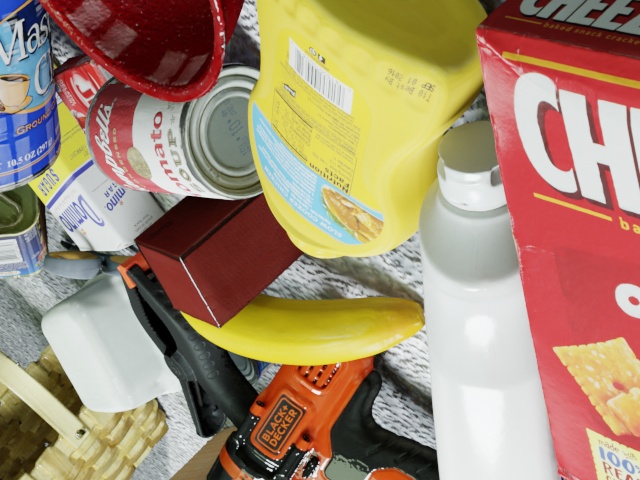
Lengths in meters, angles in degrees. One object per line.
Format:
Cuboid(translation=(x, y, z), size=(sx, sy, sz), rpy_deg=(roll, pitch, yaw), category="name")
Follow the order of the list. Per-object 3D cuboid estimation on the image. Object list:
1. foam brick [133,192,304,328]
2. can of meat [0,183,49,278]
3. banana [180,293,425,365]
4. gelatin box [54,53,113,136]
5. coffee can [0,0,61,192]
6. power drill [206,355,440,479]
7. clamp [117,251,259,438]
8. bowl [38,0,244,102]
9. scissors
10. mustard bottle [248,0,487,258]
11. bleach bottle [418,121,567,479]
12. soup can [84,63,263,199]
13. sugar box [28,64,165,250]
Cuboid(translation=(-0.054, 0.001, 0.601), size=(0.053, 0.078, 0.051), rpy_deg=(16, 141, 50), category="foam brick")
Cuboid(translation=(-0.245, -0.030, 0.833), size=(0.084, 0.057, 0.102), rpy_deg=(103, 159, -63), category="can of meat")
Cuboid(translation=(-0.031, 0.037, 0.621), size=(0.198, 0.069, 0.037), rpy_deg=(21, 166, 42), category="banana")
Cuboid(translation=(-0.119, -0.074, 0.649), size=(0.073, 0.030, 0.089), rpy_deg=(1, 128, 56), category="gelatin box")
Cuboid(translation=(-0.204, -0.111, 0.605), size=(0.103, 0.102, 0.140), rpy_deg=(31, 134, 30), category="coffee can")
Cuboid(translation=(0.023, 0.165, 0.633), size=(0.188, 0.184, 0.057), rpy_deg=(34, -166, 12), category="power drill")
Cuboid(translation=(-0.087, 0.081, 0.726), size=(0.120, 0.039, 0.171), rpy_deg=(-13, 110, 56), category="clamp")
Cuboid(translation=(-0.083, -0.142, 0.470), size=(0.162, 0.055, 0.162), rpy_deg=(36, 152, 23), category="bowl")
Cuboid(translation=(-0.173, 0.014, 0.856), size=(0.096, 0.016, 0.202), rpy_deg=(7, -176, -7), category="scissors")
Cuboid(translation=(0.011, -0.046, 0.459), size=(0.096, 0.058, 0.192), rpy_deg=(41, 153, 16), category="mustard bottle")
Cuboid(translation=(0.078, 0.061, 0.459), size=(0.068, 0.102, 0.251), rpy_deg=(2, 136, 17), category="bleach bottle")
Cuboid(translation=(-0.069, -0.057, 0.555), size=(0.102, 0.068, 0.068), rpy_deg=(8, 134, 51), category="soup can")
Cuboid(translation=(-0.190, -0.071, 0.743), size=(0.094, 0.048, 0.176), rpy_deg=(-3, 124, 58), category="sugar box")
